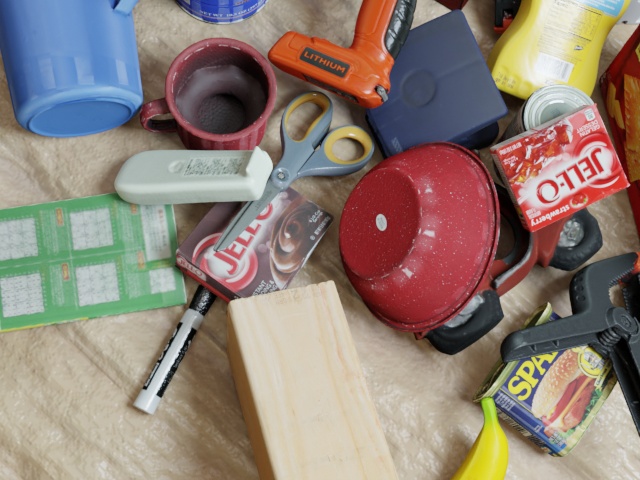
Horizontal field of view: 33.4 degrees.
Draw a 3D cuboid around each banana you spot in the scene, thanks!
[{"bbox_3d":[0.088,0.216,0.864,0.198,0.037,0.069,-44,86,-3],"label":"banana"}]

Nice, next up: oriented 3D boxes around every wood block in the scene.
[{"bbox_3d":[-0.007,0.147,0.824,0.090,0.091,0.206,-11,60,-12],"label":"wood block"}]

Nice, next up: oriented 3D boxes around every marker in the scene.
[{"bbox_3d":[-0.120,0.089,0.897,0.020,0.020,0.121,27,75,3],"label":"marker"}]

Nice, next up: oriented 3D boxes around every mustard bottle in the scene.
[{"bbox_3d":[0.222,-0.213,0.939,0.096,0.058,0.192,18,106,-11],"label":"mustard bottle"}]

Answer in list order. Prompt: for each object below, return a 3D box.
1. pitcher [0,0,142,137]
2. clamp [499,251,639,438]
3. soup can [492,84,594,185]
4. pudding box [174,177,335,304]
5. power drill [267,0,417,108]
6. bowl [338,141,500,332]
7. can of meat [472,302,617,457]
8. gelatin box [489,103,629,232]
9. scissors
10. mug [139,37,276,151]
[{"bbox_3d":[-0.215,-0.221,0.914,0.144,0.149,0.243,-8,79,-20],"label":"pitcher"},{"bbox_3d":[0.228,0.073,0.866,0.164,0.036,0.209,33,43,-8],"label":"clamp"},{"bbox_3d":[0.194,-0.086,0.926,0.068,0.102,0.068,1,75,-4],"label":"soup can"},{"bbox_3d":[-0.056,0.001,0.907,0.090,0.039,0.113,35,62,5],"label":"pudding box"},{"bbox_3d":[0.028,-0.220,0.899,0.184,0.057,0.188,26,92,12],"label":"power drill"},{"bbox_3d":[0.065,-0.009,0.866,0.055,0.162,0.162,15,70,-41],"label":"bowl"},{"bbox_3d":[0.192,0.118,0.895,0.084,0.057,0.102,37,75,3],"label":"can of meat"},{"bbox_3d":[0.191,-0.058,0.852,0.089,0.030,0.073,-25,97,1],"label":"gelatin box"},{"bbox_3d":[-0.014,-0.050,0.910,0.096,0.016,0.201,22,53,-3],"label":"scissors"},{"bbox_3d":[-0.097,-0.113,0.921,0.117,0.081,0.093,-14,77,-8],"label":"mug"}]
